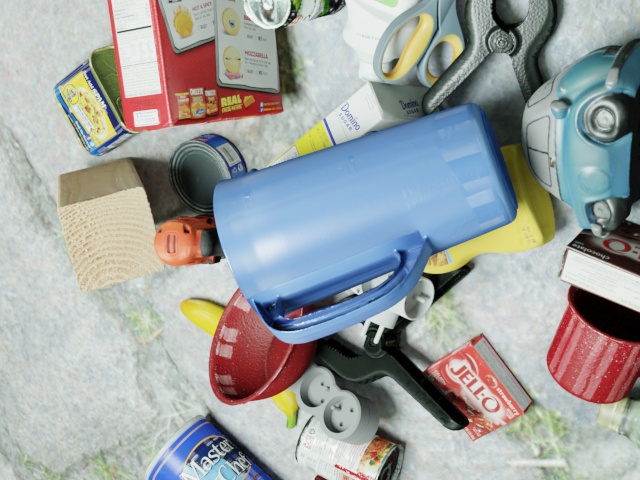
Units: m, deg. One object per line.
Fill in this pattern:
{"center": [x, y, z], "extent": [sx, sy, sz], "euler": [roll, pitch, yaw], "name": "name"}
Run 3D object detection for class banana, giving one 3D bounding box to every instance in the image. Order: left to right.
{"center": [-0.086, 0.132, 1.228], "extent": [0.198, 0.037, 0.070], "euler": [49, 127, 6], "name": "banana"}

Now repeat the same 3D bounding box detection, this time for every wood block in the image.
{"center": [-0.228, -0.023, 1.148], "extent": [0.206, 0.090, 0.091], "euler": [-137, 33, -72], "name": "wood block"}

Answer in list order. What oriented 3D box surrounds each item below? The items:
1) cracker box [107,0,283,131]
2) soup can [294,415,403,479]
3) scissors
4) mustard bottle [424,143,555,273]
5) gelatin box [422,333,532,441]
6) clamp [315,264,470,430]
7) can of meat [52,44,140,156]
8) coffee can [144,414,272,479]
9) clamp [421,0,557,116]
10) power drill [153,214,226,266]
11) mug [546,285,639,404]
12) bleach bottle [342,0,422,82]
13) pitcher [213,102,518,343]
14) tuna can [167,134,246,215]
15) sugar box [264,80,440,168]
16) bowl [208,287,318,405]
{"center": [-0.120, -0.216, 1.000], "extent": [0.072, 0.163, 0.214], "euler": [-1, 100, 38], "name": "cracker box"}
{"center": [0.031, 0.237, 1.176], "extent": [0.102, 0.068, 0.068], "euler": [21, 120, 25], "name": "soup can"}
{"center": [0.124, -0.216, 0.944], "extent": [0.202, 0.096, 0.016], "euler": [-51, 38, 11], "name": "scissors"}
{"center": [0.121, -0.020, 1.012], "extent": [0.192, 0.058, 0.096], "euler": [-18, 89, 37], "name": "mustard bottle"}
{"center": [0.158, 0.149, 1.079], "extent": [0.073, 0.030, 0.089], "euler": [-39, 87, 38], "name": "gelatin box"}
{"center": [0.069, 0.113, 1.097], "extent": [0.210, 0.036, 0.164], "euler": [-8, 83, 39], "name": "clamp"}
{"center": [-0.243, -0.153, 1.196], "extent": [0.084, 0.057, 0.102], "euler": [-25, 94, 40], "name": "can of meat"}
{"center": [-0.127, 0.294, 1.282], "extent": [0.140, 0.102, 0.103], "euler": [40, 126, 13], "name": "coffee can"}
{"center": [0.150, -0.172, 0.933], "extent": [0.120, 0.039, 0.171], "euler": [4, 110, 8], "name": "clamp"}
{"center": [-0.057, 0.001, 1.094], "extent": [0.188, 0.184, 0.057], "euler": [0, 94, 14], "name": "power drill"}
{"center": [0.264, 0.094, 0.957], "extent": [0.117, 0.093, 0.082], "euler": [11, 126, -6], "name": "mug"}
{"center": [0.051, -0.266, 0.952], "extent": [0.103, 0.068, 0.251], "euler": [19, 121, 26], "name": "bleach bottle"}
{"center": [0.041, -0.020, 0.913], "extent": [0.243, 0.145, 0.149], "euler": [-20, 96, 14], "name": "pitcher"}
{"center": [-0.123, -0.072, 1.166], "extent": [0.086, 0.033, 0.086], "euler": [14, 117, 28], "name": "tuna can"}
{"center": [0.024, -0.085, 1.023], "extent": [0.177, 0.093, 0.048], "euler": [-33, 69, 39], "name": "sugar box"}
{"center": [-0.052, 0.107, 1.139], "extent": [0.055, 0.162, 0.162], "euler": [28, 136, -32], "name": "bowl"}
